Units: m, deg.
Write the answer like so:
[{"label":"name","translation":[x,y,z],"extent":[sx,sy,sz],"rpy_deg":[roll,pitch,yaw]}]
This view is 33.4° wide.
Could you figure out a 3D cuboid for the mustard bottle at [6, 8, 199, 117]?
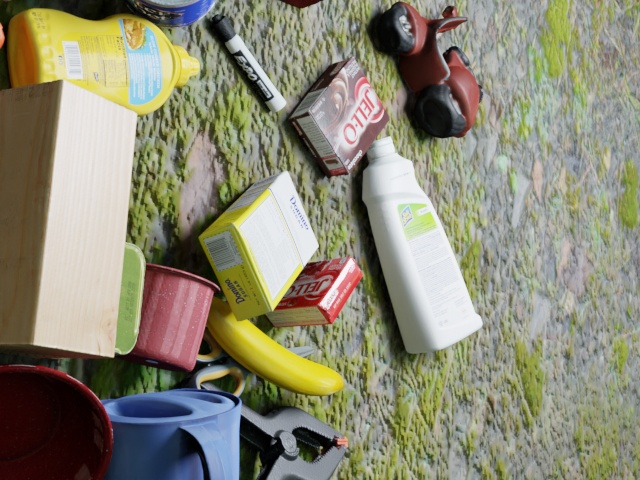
[{"label":"mustard bottle","translation":[-0.191,-0.162,0.989],"extent":[0.191,0.058,0.096],"rpy_deg":[-9,91,-44]}]

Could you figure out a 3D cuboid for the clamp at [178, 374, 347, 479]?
[{"label":"clamp","translation":[-0.043,0.219,1.061],"extent":[0.209,0.036,0.164],"rpy_deg":[17,46,-46]}]

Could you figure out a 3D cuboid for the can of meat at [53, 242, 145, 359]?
[{"label":"can of meat","translation":[-0.202,0.050,0.920],"extent":[0.057,0.084,0.102],"rpy_deg":[21,68,-55]}]

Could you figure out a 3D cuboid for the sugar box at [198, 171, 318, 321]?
[{"label":"sugar box","translation":[-0.057,0.002,1.058],"extent":[0.176,0.048,0.093],"rpy_deg":[-56,125,-68]}]

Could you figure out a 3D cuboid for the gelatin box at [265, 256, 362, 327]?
[{"label":"gelatin box","translation":[-0.008,0.054,1.111],"extent":[0.030,0.089,0.073],"rpy_deg":[54,51,-24]}]

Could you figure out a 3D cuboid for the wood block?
[{"label":"wood block","translation":[-0.218,-0.013,0.857],"extent":[0.090,0.090,0.206],"rpy_deg":[21,69,-56]}]

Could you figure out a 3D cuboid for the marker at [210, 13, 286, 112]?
[{"label":"marker","translation":[-0.077,-0.189,1.132],"extent":[0.121,0.020,0.020],"rpy_deg":[54,51,-24]}]

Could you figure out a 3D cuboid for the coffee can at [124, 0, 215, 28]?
[{"label":"coffee can","translation":[-0.138,-0.254,0.975],"extent":[0.102,0.140,0.103],"rpy_deg":[0,93,-8]}]

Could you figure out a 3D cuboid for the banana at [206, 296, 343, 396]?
[{"label":"banana","translation":[-0.049,0.110,1.064],"extent":[0.197,0.037,0.069],"rpy_deg":[39,34,-22]}]

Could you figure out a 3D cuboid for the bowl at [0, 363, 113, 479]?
[{"label":"bowl","translation":[-0.250,0.156,0.853],"extent":[0.162,0.055,0.162],"rpy_deg":[-8,117,-16]}]

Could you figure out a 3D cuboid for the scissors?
[{"label":"scissors","translation":[-0.080,0.108,1.080],"extent":[0.096,0.016,0.201],"rpy_deg":[53,30,5]}]

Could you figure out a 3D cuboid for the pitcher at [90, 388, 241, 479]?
[{"label":"pitcher","translation":[-0.126,0.255,0.917],"extent":[0.149,0.145,0.243],"rpy_deg":[-20,108,-78]}]

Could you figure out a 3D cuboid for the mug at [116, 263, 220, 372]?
[{"label":"mug","translation":[-0.158,0.069,0.974],"extent":[0.117,0.093,0.081],"rpy_deg":[15,76,-9]}]

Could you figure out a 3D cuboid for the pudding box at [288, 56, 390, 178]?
[{"label":"pudding box","translation":[0.023,-0.139,1.208],"extent":[0.090,0.039,0.113],"rpy_deg":[55,51,-24]}]

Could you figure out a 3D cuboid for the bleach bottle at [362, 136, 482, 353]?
[{"label":"bleach bottle","translation":[0.110,0.000,1.256],"extent":[0.102,0.068,0.251],"rpy_deg":[-22,97,-44]}]
